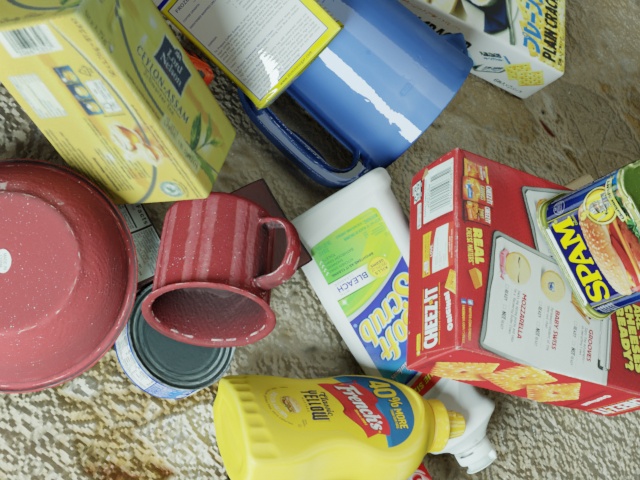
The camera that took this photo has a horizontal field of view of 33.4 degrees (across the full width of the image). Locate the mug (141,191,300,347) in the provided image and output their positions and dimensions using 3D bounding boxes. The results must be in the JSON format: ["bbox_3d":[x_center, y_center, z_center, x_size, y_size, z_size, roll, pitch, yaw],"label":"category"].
[{"bbox_3d":[-0.065,0.016,0.750,0.093,0.117,0.081,39,44,-42],"label":"mug"}]

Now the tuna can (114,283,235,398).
[{"bbox_3d":[-0.108,0.073,0.789,0.086,0.034,0.086,14,63,-28],"label":"tuna can"}]

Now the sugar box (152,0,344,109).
[{"bbox_3d":[-0.076,-0.196,0.836,0.176,0.093,0.048,45,13,-3],"label":"sugar box"}]

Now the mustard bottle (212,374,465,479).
[{"bbox_3d":[0.022,0.141,0.798,0.191,0.058,0.096,3,31,-23],"label":"mustard bottle"}]

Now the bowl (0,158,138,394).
[{"bbox_3d":[-0.201,0.018,0.698,0.162,0.055,0.162,1,80,-8],"label":"bowl"}]

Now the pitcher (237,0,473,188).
[{"bbox_3d":[-0.004,-0.171,0.915,0.242,0.145,0.149,39,33,-8],"label":"pitcher"}]

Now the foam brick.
[{"bbox_3d":[-0.056,0.001,0.844,0.051,0.053,0.078,-30,86,-38],"label":"foam brick"}]

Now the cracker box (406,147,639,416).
[{"bbox_3d":[0.170,0.039,0.846,0.213,0.072,0.164,17,63,-28],"label":"cracker box"}]

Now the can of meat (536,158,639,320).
[{"bbox_3d":[0.225,-0.001,0.799,0.057,0.084,0.102,-24,86,-39],"label":"can of meat"}]

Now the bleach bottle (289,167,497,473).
[{"bbox_3d":[0.073,0.072,0.870,0.251,0.102,0.068,58,10,1],"label":"bleach bottle"}]
